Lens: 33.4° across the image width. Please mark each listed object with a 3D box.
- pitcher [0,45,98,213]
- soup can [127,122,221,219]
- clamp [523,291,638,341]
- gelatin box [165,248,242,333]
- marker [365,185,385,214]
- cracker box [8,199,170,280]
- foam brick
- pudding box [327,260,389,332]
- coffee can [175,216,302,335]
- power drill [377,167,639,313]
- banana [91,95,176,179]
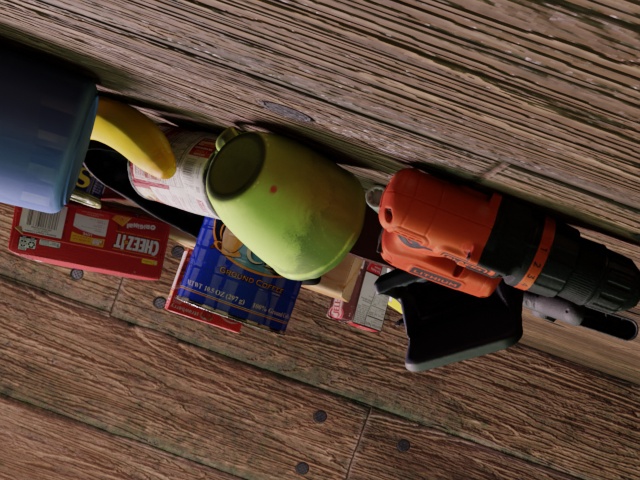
[{"bbox_3d":[-0.296,-0.109,0.808,0.242,0.149,0.145,17,162,-8],"label":"pitcher"},{"bbox_3d":[-0.102,-0.058,0.882,0.102,0.068,0.068,15,175,42],"label":"soup can"},{"bbox_3d":[0.245,0.068,1.153,0.172,0.039,0.120,16,174,39],"label":"clamp"},{"bbox_3d":[-0.122,0.057,1.207,0.089,0.073,0.030,20,175,-13],"label":"gelatin box"},{"bbox_3d":[0.058,-0.026,0.900,0.020,0.020,0.121,18,176,15],"label":"marker"},{"bbox_3d":[-0.266,-0.012,1.216,0.164,0.072,0.214,12,-178,-15],"label":"cracker box"},{"bbox_3d":[0.042,-0.008,0.989,0.078,0.051,0.053,19,177,6],"label":"foam brick"},{"bbox_3d":[0.054,0.048,1.274,0.039,0.113,0.090,14,174,28],"label":"pudding box"},{"bbox_3d":[-0.056,0.001,0.939,0.103,0.140,0.103,19,176,1],"label":"coffee can"},{"bbox_3d":[0.122,0.006,0.771,0.184,0.057,0.188,23,173,-3],"label":"power drill"},{"bbox_3d":[-0.185,-0.087,0.893,0.198,0.069,0.037,4,-169,43],"label":"banana"}]
